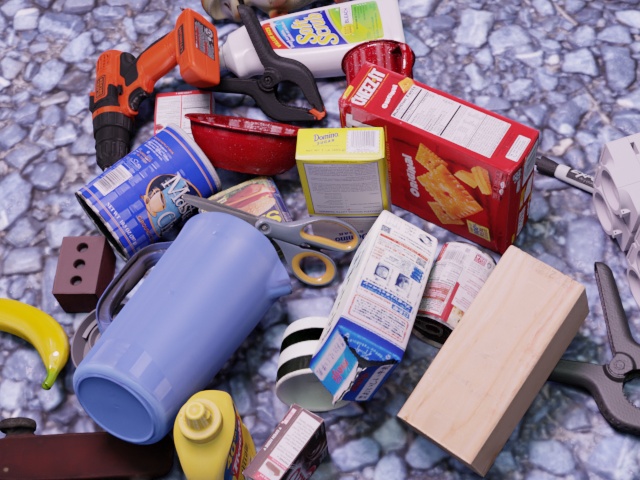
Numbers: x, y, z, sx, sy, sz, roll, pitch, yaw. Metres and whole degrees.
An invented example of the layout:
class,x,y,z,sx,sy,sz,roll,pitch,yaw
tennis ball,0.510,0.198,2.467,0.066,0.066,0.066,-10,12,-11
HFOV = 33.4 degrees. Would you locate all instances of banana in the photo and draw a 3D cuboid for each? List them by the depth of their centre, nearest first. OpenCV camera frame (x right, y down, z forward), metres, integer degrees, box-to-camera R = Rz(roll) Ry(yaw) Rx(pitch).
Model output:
class,x,y,z,sx,sy,sz,roll,pitch,yaw
banana,-0.342,0.100,1.203,0.198,0.037,0.069,25,43,35

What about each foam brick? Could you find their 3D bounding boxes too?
class,x,y,z,sx,sy,sz,roll,pitch,yaw
foam brick,-0.272,0.039,1.236,0.053,0.051,0.078,-1,59,7

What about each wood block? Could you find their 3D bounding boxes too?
class,x,y,z,sx,sy,sz,roll,pitch,yaw
wood block,0.177,0.122,1.078,0.090,0.090,0.206,31,82,24

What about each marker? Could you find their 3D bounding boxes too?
class,x,y,z,sx,sy,sz,roll,pitch,yaw
marker,0.304,-0.069,1.240,0.121,0.020,0.020,26,66,21

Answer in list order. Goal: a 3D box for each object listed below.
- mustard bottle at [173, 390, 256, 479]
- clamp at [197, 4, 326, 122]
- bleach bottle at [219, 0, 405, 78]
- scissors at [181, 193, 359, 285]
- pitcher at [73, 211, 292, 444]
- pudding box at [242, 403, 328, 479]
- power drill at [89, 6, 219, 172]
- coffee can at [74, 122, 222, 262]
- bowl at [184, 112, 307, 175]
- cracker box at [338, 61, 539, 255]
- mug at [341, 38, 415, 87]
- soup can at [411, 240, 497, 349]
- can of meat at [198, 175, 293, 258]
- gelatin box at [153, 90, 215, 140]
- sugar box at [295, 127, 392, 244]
class,x,y,z,sx,sy,sz,roll,pitch,yaw
mustard bottle,-0.103,0.199,1.036,0.058,0.191,0.096,2,60,9
clamp,-0.073,-0.196,1.330,0.171,0.039,0.120,43,111,-1
bleach bottle,-0.019,-0.246,1.366,0.251,0.068,0.102,-10,59,5
scissors,-0.058,0.001,1.190,0.201,0.096,0.016,6,28,-7
pitcher,-0.154,0.088,1.106,0.145,0.149,0.242,46,46,-11
pudding box,-0.033,0.221,1.060,0.039,0.113,0.090,30,68,19
power drill,-0.210,-0.188,1.314,0.188,0.057,0.184,-25,56,29
coffee can,-0.201,-0.057,1.253,0.140,0.103,0.103,-38,62,-14
bowl,-0.085,-0.112,1.267,0.162,0.162,0.055,11,100,13
cracker box,0.129,-0.089,1.192,0.214,0.164,0.072,25,64,20
mug,0.079,-0.190,1.292,0.093,0.117,0.081,10,61,-26
soup can,0.143,0.059,1.158,0.069,0.068,0.102,20,64,18
can of meat,-0.083,-0.018,1.242,0.102,0.057,0.084,-23,57,-6
gelatin box,-0.171,-0.146,1.344,0.073,0.030,0.089,-5,59,3
sugar box,0.030,-0.057,1.179,0.093,0.176,0.048,1,62,7
